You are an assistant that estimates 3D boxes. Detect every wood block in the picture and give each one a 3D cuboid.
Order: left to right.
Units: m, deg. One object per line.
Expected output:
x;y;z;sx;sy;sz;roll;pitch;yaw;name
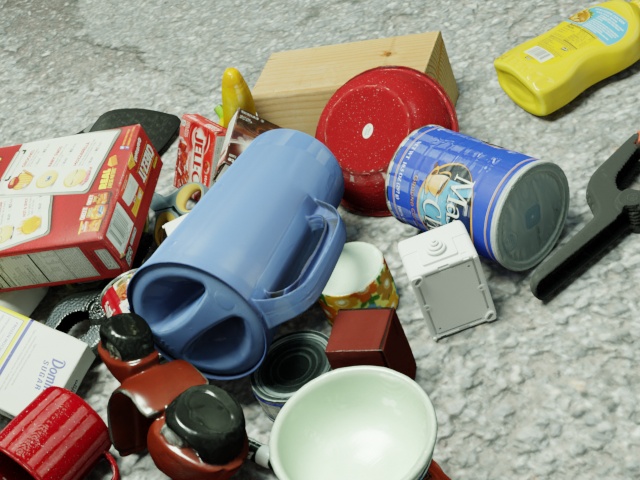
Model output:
0.039;-0.164;1.203;0.206;0.090;0.090;-3;42;25;wood block

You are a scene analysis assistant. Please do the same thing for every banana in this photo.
-0.101;-0.142;1.224;0.037;0.069;0.198;-34;1;-13;banana

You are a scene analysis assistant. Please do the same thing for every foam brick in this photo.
0.044;0.101;0.906;0.051;0.078;0.053;-5;40;23;foam brick

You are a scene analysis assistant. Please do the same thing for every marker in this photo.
-0.063;0.178;0.919;0.121;0.020;0.020;17;54;39;marker

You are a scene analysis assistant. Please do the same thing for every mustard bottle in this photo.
0.290;-0.209;1.148;0.191;0.058;0.096;-31;38;-8;mustard bottle

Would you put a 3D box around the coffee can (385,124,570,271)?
0.145;-0.042;0.997;0.102;0.103;0.141;-42;42;-21;coffee can

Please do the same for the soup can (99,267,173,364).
-0.159;0.085;1.012;0.068;0.068;0.102;-29;60;-6;soup can

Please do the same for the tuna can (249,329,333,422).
-0.019;0.121;0.949;0.086;0.033;0.086;-14;39;12;tuna can

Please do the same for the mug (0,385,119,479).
-0.230;0.190;0.946;0.117;0.093;0.081;32;55;14;mug

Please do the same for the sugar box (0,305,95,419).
-0.320;0.113;1.041;0.176;0.048;0.093;24;68;9;sugar box

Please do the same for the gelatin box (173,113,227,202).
-0.133;-0.092;1.210;0.030;0.089;0.073;-6;25;-38;gelatin box

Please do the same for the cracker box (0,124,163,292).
-0.288;-0.030;1.125;0.214;0.072;0.164;-8;47;19;cracker box

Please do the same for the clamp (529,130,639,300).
0.291;-0.023;0.951;0.165;0.036;0.209;3;46;30;clamp

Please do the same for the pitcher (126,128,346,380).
-0.056;0.001;0.981;0.149;0.145;0.242;28;45;2;pitcher

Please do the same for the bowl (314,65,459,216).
0.056;-0.107;1.088;0.162;0.055;0.162;-4;81;24;bowl

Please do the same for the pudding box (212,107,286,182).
-0.052;-0.081;1.143;0.113;0.039;0.090;22;44;-13;pudding box

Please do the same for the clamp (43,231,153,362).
-0.221;0.066;1.096;0.171;0.039;0.120;-23;55;-1;clamp

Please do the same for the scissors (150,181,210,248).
-0.173;-0.054;1.222;0.096;0.016;0.202;-47;37;13;scissors
